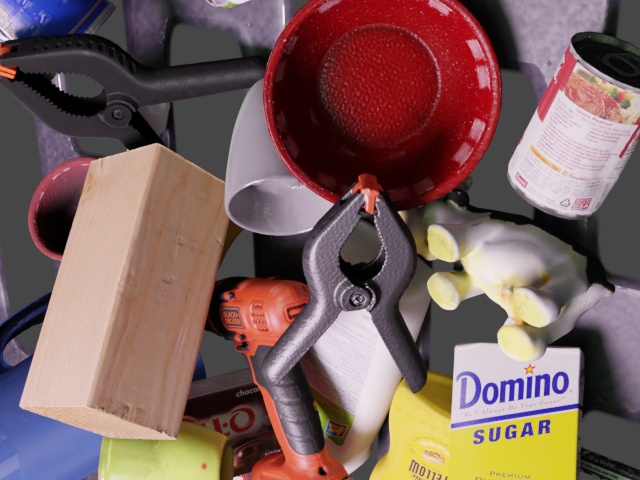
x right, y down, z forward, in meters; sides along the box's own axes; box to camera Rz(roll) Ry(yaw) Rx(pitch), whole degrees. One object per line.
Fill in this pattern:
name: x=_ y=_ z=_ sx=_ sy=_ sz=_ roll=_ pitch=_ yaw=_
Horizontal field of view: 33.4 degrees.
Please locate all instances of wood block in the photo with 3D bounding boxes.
wood block: x=-0.145 y=0.042 z=0.827 sx=0.091 sy=0.206 sz=0.090 roll=-9 pitch=151 yaw=43

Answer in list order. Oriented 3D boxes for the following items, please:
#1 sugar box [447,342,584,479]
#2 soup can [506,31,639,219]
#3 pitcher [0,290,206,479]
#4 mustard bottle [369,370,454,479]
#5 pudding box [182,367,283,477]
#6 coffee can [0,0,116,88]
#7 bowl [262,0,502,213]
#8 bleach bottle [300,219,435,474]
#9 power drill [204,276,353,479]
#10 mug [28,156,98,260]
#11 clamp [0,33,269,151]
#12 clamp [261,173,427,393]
sugar box: x=0.139 y=0.163 z=0.766 sx=0.093 sy=0.048 sz=0.176 roll=0 pitch=80 yaw=18
soup can: x=0.170 y=-0.073 z=0.685 sx=0.068 sy=0.068 sz=0.102 roll=34 pitch=128 yaw=17
pitcher: x=-0.236 y=0.146 z=0.958 sx=0.149 sy=0.242 sz=0.145 roll=12 pitch=119 yaw=38
mustard bottle: x=0.089 y=0.202 z=0.879 sx=0.096 sy=0.058 sz=0.192 roll=23 pitch=124 yaw=16
pudding box: x=-0.093 y=0.169 z=0.958 sx=0.039 sy=0.113 sz=0.090 roll=-138 pitch=38 yaw=-60
coffee can: x=-0.252 y=-0.202 z=0.865 sx=0.140 sy=0.102 sz=0.103 roll=43 pitch=133 yaw=-19
bowl: x=0.042 y=-0.103 z=0.741 sx=0.162 sy=0.055 sz=0.162 roll=0 pitch=107 yaw=0
bleach bottle: x=0.015 y=0.109 z=0.885 sx=0.103 sy=0.067 sz=0.251 roll=36 pitch=131 yaw=24
power drill: x=-0.047 y=0.120 z=0.870 sx=0.185 sy=0.057 sz=0.187 roll=-4 pitch=103 yaw=61
mug: x=-0.193 y=-0.005 z=0.933 sx=0.093 sy=0.081 sz=0.117 roll=-15 pitch=68 yaw=16
clamp: x=-0.158 y=-0.103 z=0.852 sx=0.209 sy=0.036 sz=0.165 roll=12 pitch=133 yaw=-18
clamp: x=0.034 y=0.039 z=0.748 sx=0.120 sy=0.039 sz=0.172 roll=9 pitch=118 yaw=-15
